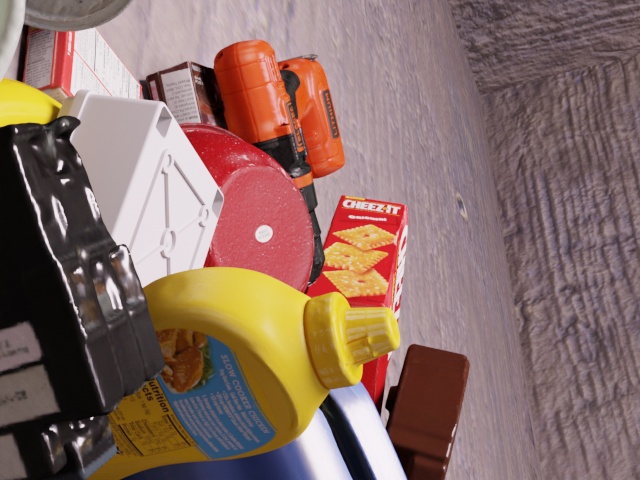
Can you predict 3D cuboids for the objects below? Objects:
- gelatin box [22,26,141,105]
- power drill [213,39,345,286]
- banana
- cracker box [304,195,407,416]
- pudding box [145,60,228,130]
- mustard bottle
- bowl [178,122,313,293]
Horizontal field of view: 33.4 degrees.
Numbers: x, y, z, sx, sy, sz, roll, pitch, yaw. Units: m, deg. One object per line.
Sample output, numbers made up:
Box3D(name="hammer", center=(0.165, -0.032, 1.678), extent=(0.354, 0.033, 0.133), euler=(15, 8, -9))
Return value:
Box3D(name="gelatin box", center=(-0.138, -0.086, 0.624), extent=(0.089, 0.030, 0.073), euler=(57, 23, -52))
Box3D(name="power drill", center=(-0.023, -0.070, 0.840), extent=(0.187, 0.057, 0.184), euler=(-59, 137, -75))
Box3D(name="banana", center=(-0.151, -0.044, 0.539), extent=(0.197, 0.037, 0.069), euler=(2, 97, -73))
Box3D(name="cracker box", center=(0.029, 0.076, 0.914), extent=(0.213, 0.072, 0.164), euler=(-67, 164, -65))
Box3D(name="pudding box", center=(-0.085, -0.080, 0.794), extent=(0.113, 0.039, 0.090), euler=(-12, 89, -75))
Box3D(name="mustard bottle", center=(-0.059, 0.058, 0.473), extent=(0.058, 0.192, 0.096), euler=(-82, 154, -53))
Box3D(name="bowl", center=(-0.054, 0.001, 0.677), extent=(0.161, 0.055, 0.162), euler=(9, 78, -47))
